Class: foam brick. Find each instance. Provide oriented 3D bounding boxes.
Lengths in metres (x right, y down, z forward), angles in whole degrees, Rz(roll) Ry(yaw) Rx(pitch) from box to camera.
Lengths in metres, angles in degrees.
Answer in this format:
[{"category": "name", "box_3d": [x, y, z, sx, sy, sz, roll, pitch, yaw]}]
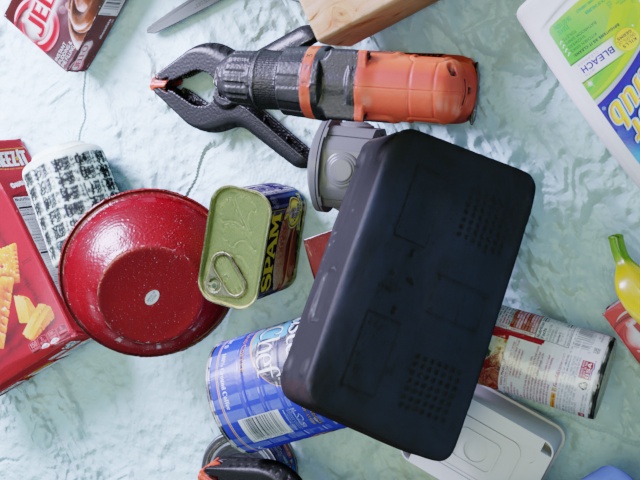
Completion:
[{"category": "foam brick", "box_3d": [0.029, 0.012, 0.887, 0.051, 0.078, 0.053, -18, 90, 25]}]

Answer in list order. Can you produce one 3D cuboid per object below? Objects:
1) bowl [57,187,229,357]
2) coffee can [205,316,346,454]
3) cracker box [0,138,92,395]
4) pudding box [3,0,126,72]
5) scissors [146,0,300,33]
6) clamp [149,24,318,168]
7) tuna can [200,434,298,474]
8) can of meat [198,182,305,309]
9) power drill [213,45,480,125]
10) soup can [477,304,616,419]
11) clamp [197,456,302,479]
[{"category": "bowl", "box_3d": [-0.149, 0.039, 0.936, 0.162, 0.055, 0.162, -3, 109, -9]}, {"category": "coffee can", "box_3d": [-0.011, 0.115, 0.904, 0.140, 0.102, 0.103, -20, 89, 24]}, {"category": "cracker box", "box_3d": [-0.323, 0.032, 1.043, 0.164, 0.072, 0.214, -30, 84, 23]}, {"category": "pudding box", "box_3d": [-0.231, -0.226, 0.988, 0.090, 0.039, 0.114, 41, 110, 14]}, {"category": "scissors", "box_3d": [-0.060, -0.213, 0.929, 0.202, 0.016, 0.096, -39, 81, 23]}, {"category": "clamp", "box_3d": [-0.069, -0.140, 0.930, 0.172, 0.039, 0.120, 18, 102, 20]}, {"category": "tuna can", "box_3d": [-0.066, 0.211, 0.977, 0.086, 0.033, 0.086, 3, 98, 23]}, {"category": "can of meat", "box_3d": [-0.056, 0.001, 0.918, 0.057, 0.083, 0.102, 14, 102, 21]}, {"category": "power drill", "box_3d": [0.035, -0.117, 0.808, 0.185, 0.187, 0.057, 9, 102, 20]}, {"category": "soup can", "box_3d": [0.174, 0.094, 0.841, 0.102, 0.068, 0.068, 16, 103, 20]}, {"category": "clamp", "box_3d": [-0.013, 0.243, 0.913, 0.210, 0.036, 0.165, 36, 118, 18]}]
